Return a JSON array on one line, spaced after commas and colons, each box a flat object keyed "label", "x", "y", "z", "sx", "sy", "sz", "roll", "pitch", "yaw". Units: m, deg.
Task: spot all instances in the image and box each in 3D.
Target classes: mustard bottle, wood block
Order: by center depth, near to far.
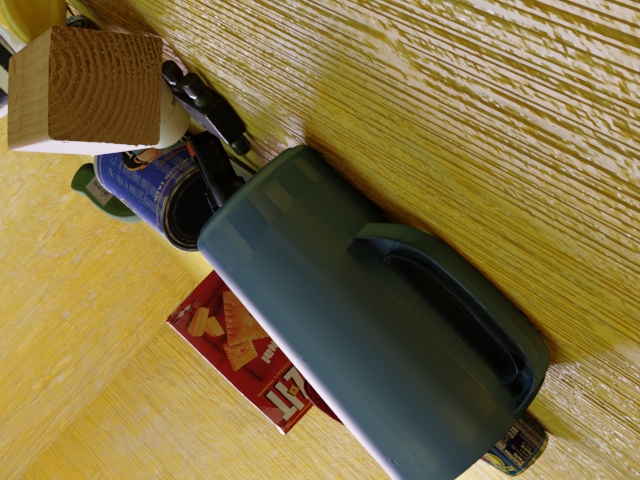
[{"label": "wood block", "x": -0.209, "y": -0.123, "z": 0.922, "sx": 0.090, "sy": 0.090, "sz": 0.206, "roll": 1, "pitch": -178, "yaw": -25}, {"label": "mustard bottle", "x": -0.298, "y": -0.246, "z": 1.005, "sx": 0.192, "sy": 0.058, "sz": 0.096, "roll": 34, "pitch": 146, "yaw": 53}]

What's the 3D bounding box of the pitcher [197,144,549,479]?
[{"label": "pitcher", "x": 0.036, "y": 0.047, "z": 0.741, "sx": 0.243, "sy": 0.149, "sz": 0.145, "roll": 47, "pitch": -173, "yaw": 0}]

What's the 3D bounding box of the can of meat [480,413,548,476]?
[{"label": "can of meat", "x": 0.147, "y": 0.162, "z": 0.965, "sx": 0.084, "sy": 0.057, "sz": 0.102, "roll": 43, "pitch": 172, "yaw": -13}]

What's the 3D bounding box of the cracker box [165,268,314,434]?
[{"label": "cracker box", "x": -0.068, "y": 0.118, "z": 1.377, "sx": 0.213, "sy": 0.164, "sz": 0.072, "roll": 44, "pitch": 174, "yaw": 0}]

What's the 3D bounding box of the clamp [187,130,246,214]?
[{"label": "clamp", "x": -0.075, "y": -0.026, "z": 0.936, "sx": 0.210, "sy": 0.036, "sz": 0.164, "roll": -122, "pitch": 11, "yaw": -54}]

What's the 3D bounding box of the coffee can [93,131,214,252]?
[{"label": "coffee can", "x": -0.157, "y": -0.065, "z": 1.109, "sx": 0.140, "sy": 0.102, "sz": 0.102, "roll": 36, "pitch": 169, "yaw": 40}]
